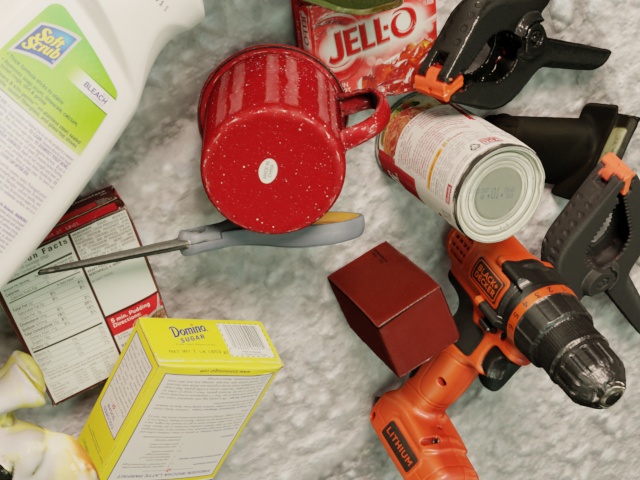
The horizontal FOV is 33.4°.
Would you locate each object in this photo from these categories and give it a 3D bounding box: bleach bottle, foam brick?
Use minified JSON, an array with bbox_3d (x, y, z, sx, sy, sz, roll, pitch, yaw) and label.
[{"bbox_3d":[-0.132,-0.054,0.476,0.251,0.068,0.102,-45,128,1],"label":"bleach bottle"},{"bbox_3d":[0.050,0.046,0.737,0.053,0.078,0.051,-31,124,-10],"label":"foam brick"}]

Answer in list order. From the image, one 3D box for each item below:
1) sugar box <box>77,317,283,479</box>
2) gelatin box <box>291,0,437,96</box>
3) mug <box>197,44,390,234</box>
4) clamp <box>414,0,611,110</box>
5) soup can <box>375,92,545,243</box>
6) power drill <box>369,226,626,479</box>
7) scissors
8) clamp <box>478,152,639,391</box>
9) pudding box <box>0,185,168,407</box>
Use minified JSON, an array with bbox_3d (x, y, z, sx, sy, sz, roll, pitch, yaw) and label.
[{"bbox_3d":[-0.104,0.126,0.690,0.093,0.048,0.176,6,130,-37],"label":"sugar box"},{"bbox_3d":[0.029,-0.124,0.663,0.089,0.030,0.073,-18,122,-19],"label":"gelatin box"},{"bbox_3d":[-0.016,-0.059,0.618,0.117,0.081,0.093,-14,120,6],"label":"mug"},{"bbox_3d":[0.129,-0.145,0.687,0.171,0.039,0.120,-28,119,-32],"label":"clamp"},{"bbox_3d":[0.089,-0.049,0.690,0.068,0.102,0.068,-13,121,-22],"label":"soup can"},{"bbox_3d":[0.117,0.099,0.747,0.057,0.184,0.188,11,119,-32],"label":"power drill"},{"bbox_3d":[-0.054,0.001,0.624,0.201,0.096,0.016,-19,110,-47],"label":"scissors"},{"bbox_3d":[0.196,0.028,0.812,0.164,0.036,0.210,-22,137,-16],"label":"clamp"},{"bbox_3d":[-0.146,0.034,0.651,0.090,0.039,0.113,-25,123,-14],"label":"pudding box"}]
